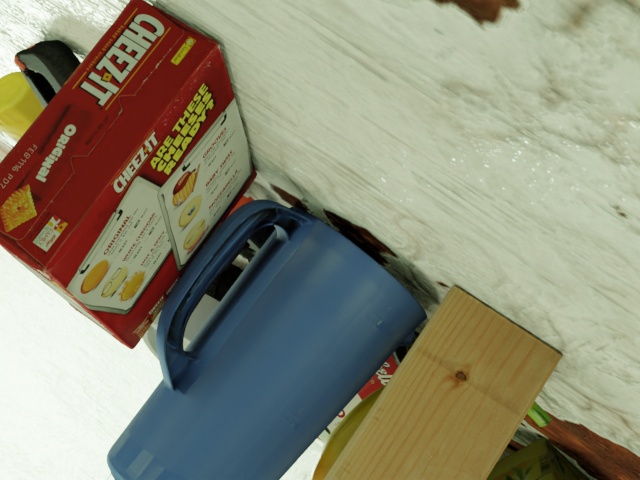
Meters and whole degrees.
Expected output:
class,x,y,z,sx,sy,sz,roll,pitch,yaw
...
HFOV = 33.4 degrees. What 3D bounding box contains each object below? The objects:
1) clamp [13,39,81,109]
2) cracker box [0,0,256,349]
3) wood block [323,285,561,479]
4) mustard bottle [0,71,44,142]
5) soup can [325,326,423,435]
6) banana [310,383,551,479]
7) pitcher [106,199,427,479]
class,x,y,z,sx,sy,sz,roll,pitch,yaw
clamp,-0.181,-0.107,0.817,0.171,0.039,0.120,45,145,19
cracker box,-0.123,-0.033,0.693,0.072,0.164,0.213,32,167,12
wood block,0.071,0.148,0.743,0.091,0.206,0.090,33,167,11
mustard bottle,-0.242,-0.084,1.054,0.096,0.058,0.191,10,152,52
soup can,0.050,0.122,0.903,0.068,0.068,0.102,40,123,-16
banana,0.081,0.132,0.818,0.037,0.197,0.069,114,141,-73
pitcher,-0.050,0.097,0.790,0.149,0.242,0.145,38,172,12
